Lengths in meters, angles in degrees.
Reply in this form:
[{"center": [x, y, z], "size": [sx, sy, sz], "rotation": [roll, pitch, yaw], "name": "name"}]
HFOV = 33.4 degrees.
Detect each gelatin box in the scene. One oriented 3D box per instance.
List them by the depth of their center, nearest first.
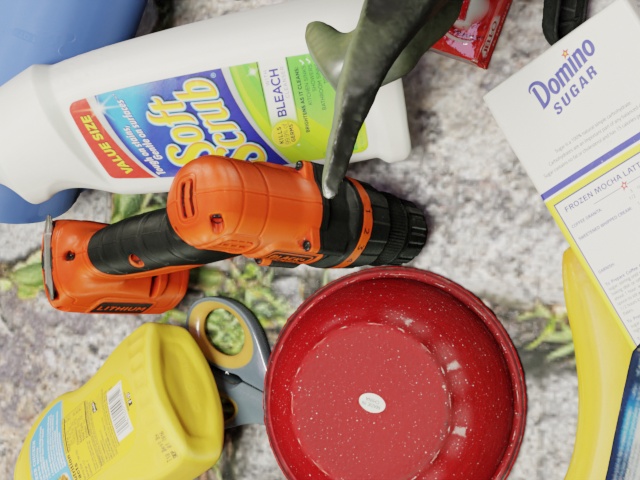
[{"center": [0.068, -0.149, 0.623], "size": [0.089, 0.030, 0.073], "rotation": [24, 99, 22], "name": "gelatin box"}]

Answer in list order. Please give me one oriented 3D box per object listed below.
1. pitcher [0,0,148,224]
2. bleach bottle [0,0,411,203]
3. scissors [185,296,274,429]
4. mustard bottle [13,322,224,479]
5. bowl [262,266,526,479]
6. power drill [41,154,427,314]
[{"center": [-0.178, -0.141, 0.632], "size": [0.145, 0.149, 0.243], "rotation": [38, 121, 13], "name": "pitcher"}, {"center": [-0.081, -0.067, 0.599], "size": [0.251, 0.068, 0.102], "rotation": [-14, 123, -2], "name": "bleach bottle"}, {"center": [-0.017, 0.094, 0.665], "size": [0.202, 0.016, 0.096], "rotation": [10, 94, 23], "name": "scissors"}, {"center": [-0.144, 0.138, 0.686], "size": [0.192, 0.058, 0.096], "rotation": [-38, 59, 30], "name": "mustard bottle"}, {"center": [0.034, 0.093, 0.611], "size": [0.162, 0.055, 0.162], "rotation": [-2, 84, 17], "name": "bowl"}, {"center": [-0.054, 0.001, 0.614], "size": [0.188, 0.184, 0.057], "rotation": [-17, 72, 38], "name": "power drill"}]
